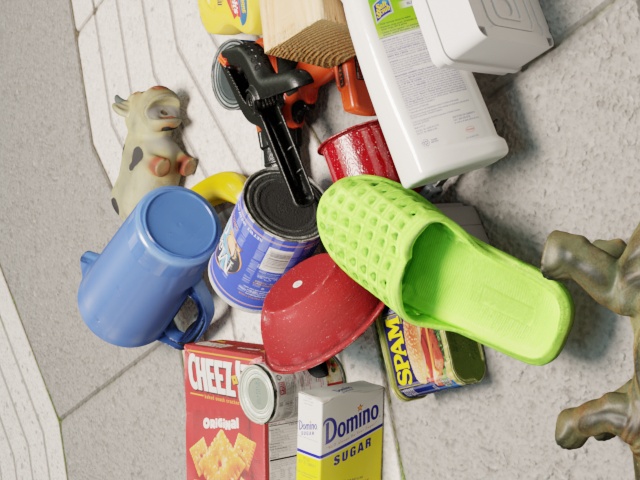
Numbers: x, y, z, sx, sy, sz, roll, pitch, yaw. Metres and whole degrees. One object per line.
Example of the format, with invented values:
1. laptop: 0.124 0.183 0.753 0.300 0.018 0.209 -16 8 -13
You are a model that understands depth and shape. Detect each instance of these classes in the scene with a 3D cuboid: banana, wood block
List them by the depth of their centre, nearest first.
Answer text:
1. wood block: -0.006 -0.288 1.058 0.090 0.090 0.206 -21 70 46
2. banana: -0.137 -0.051 1.331 0.198 0.037 0.069 -9 49 54

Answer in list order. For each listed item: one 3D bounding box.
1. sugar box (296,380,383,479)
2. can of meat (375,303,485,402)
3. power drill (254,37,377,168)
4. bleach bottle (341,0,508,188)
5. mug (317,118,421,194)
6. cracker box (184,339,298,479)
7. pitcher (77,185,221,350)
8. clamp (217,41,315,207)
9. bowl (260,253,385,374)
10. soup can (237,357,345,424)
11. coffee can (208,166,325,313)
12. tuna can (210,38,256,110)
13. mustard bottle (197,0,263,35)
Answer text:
1. sugar box: 0.021 0.244 1.141 0.048 0.093 0.176 12 102 48
2. can of meat: 0.110 0.102 1.055 0.084 0.057 0.102 -23 75 46
3. power drill: -0.008 -0.152 1.170 0.188 0.057 0.184 -13 83 49
4. bleach bottle: 0.083 -0.180 0.980 0.068 0.102 0.251 145 107 -73
5. mug: 0.064 -0.073 1.082 0.117 0.093 0.081 -21 80 11
6. cracker box: -0.095 0.234 1.292 0.164 0.071 0.214 1 93 49
7. pitcher: -0.203 0.039 1.334 0.243 0.149 0.145 134 135 -54
8. clamp: -0.056 -0.141 1.143 0.210 0.036 0.164 48 149 48
9. bowl: -0.007 0.063 1.109 0.162 0.162 0.055 -12 122 49
10. soup can: -0.032 0.163 1.189 0.069 0.102 0.068 7 100 49
11. coffee can: -0.058 0.001 1.187 0.103 0.102 0.140 61 145 26
12. tuna can: -0.094 -0.199 1.285 0.086 0.033 0.086 5 97 49
13. mustard bottle: -0.078 -0.283 1.216 0.192 0.058 0.096 19 106 58
